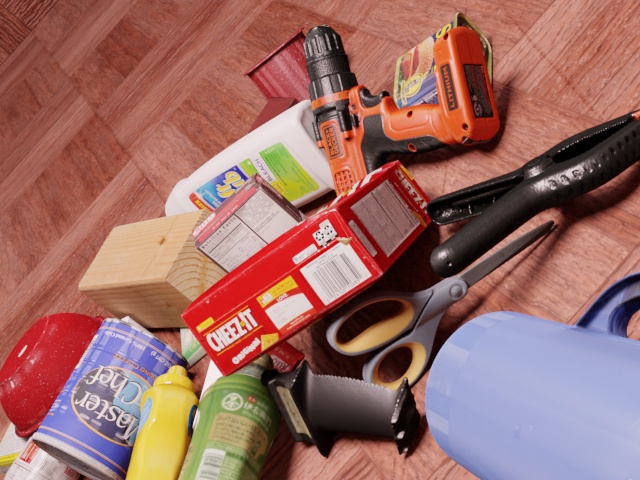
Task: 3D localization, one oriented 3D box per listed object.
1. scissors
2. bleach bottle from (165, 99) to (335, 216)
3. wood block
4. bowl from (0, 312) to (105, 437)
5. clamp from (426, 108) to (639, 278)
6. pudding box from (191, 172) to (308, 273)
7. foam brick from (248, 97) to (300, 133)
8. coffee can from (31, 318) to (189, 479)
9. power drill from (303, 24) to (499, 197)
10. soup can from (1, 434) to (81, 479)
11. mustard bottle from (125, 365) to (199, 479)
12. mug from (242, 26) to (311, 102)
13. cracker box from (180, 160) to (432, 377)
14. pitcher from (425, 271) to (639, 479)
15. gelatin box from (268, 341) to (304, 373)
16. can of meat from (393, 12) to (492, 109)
[{"bbox_3d":[0.103,0.058,0.848,0.201,0.096,0.016,-19,21,-10],"label":"scissors"},{"bbox_3d":[-0.082,-0.054,1.173,0.251,0.102,0.068,-29,18,35],"label":"bleach bottle"},{"bbox_3d":[-0.167,0.035,1.160,0.207,0.090,0.090,-7,49,53],"label":"wood block"},{"bbox_3d":[-0.308,0.136,1.183,0.162,0.055,0.162,-43,22,22],"label":"bowl"},{"bbox_3d":[0.171,-0.041,0.831,0.210,0.036,0.164,-26,14,19],"label":"clamp"},{"bbox_3d":[-0.057,0.001,1.054,0.090,0.113,0.039,-41,29,12],"label":"pudding box"},{"bbox_3d":[-0.031,-0.117,1.201,0.051,0.078,0.053,-55,29,-15],"label":"foam brick"},{"bbox_3d":[-0.210,0.164,1.077,0.103,0.102,0.140,-4,51,52],"label":"coffee can"},{"bbox_3d":[0.070,-0.139,1.022,0.188,0.184,0.057,-15,-1,41],"label":"power drill"},{"bbox_3d":[-0.304,0.265,1.121,0.069,0.068,0.102,2,55,55],"label":"soup can"},{"bbox_3d":[-0.147,0.192,0.987,0.191,0.058,0.096,-86,9,-49],"label":"mustard bottle"},{"bbox_3d":[-0.023,-0.200,1.273,0.117,0.081,0.093,-43,11,-22],"label":"mug"},{"bbox_3d":[-0.003,0.017,0.910,0.164,0.072,0.213,-35,2,23],"label":"cracker box"},{"bbox_3d":[0.168,0.104,0.604,0.149,0.145,0.243,-34,21,-18],"label":"pitcher"},{"bbox_3d":[-0.066,0.087,1.003,0.030,0.073,0.089,-52,29,-5],"label":"gelatin box"},{"bbox_3d":[0.122,-0.167,1.073,0.084,0.057,0.102,-32,32,33],"label":"can of meat"}]
